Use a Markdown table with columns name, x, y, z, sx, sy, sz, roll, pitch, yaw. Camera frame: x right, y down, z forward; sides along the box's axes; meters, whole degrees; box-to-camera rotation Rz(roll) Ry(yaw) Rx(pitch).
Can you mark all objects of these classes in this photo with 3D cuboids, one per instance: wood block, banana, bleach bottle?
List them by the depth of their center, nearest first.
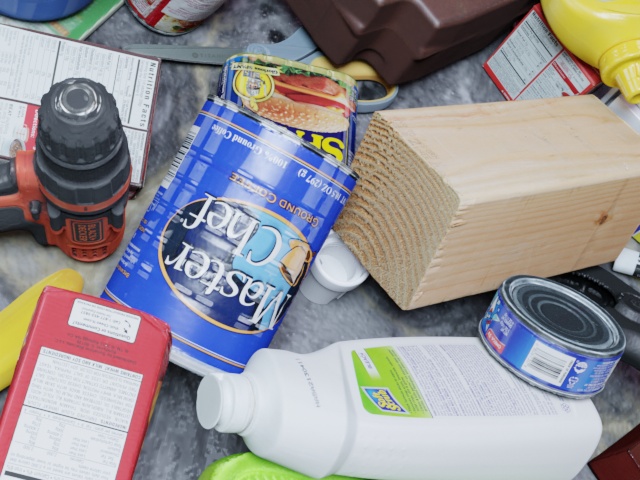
| name | x | y | z | sx | sy | sz | roll | pitch | yaw |
| --- | --- | --- | --- | --- | --- | --- | --- | --- | --- |
| banana | -0.221 | 0.070 | 0.602 | 0.197 | 0.037 | 0.069 | -16 | 75 | -25 |
| bleach bottle | 0.043 | 0.094 | 0.621 | 0.250 | 0.068 | 0.103 | 9 | 30 | -32 |
| wood block | 0.121 | -0.030 | 0.698 | 0.205 | 0.091 | 0.090 | -9 | 46 | -38 |

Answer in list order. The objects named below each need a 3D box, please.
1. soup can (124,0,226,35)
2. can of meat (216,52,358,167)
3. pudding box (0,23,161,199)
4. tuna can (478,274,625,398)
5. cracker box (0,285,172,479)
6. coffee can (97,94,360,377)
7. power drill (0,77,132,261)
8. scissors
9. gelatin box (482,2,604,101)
| name | x | y | z | sx | sy | sz | roll | pitch | yaw |
| --- | --- | --- | --- | --- | --- | --- | --- | --- | --- |
| soup can | -0.085 | -0.188 | 0.716 | 0.068 | 0.102 | 0.068 | 8 | 74 | -29 |
| can of meat | -0.024 | -0.073 | 0.724 | 0.102 | 0.058 | 0.084 | 11 | 63 | -15 |
| pudding box | -0.163 | -0.082 | 0.680 | 0.113 | 0.039 | 0.090 | 12 | 74 | -17 |
| tuna can | 0.144 | 0.058 | 0.660 | 0.086 | 0.034 | 0.086 | 18 | 26 | -9 |
| cracker box | -0.138 | 0.152 | 0.524 | 0.072 | 0.164 | 0.213 | 16 | 63 | -11 |
| coffee can | -0.054 | 0.001 | 0.624 | 0.102 | 0.103 | 0.140 | 28 | 90 | -7 |
| power drill | -0.197 | -0.032 | 0.581 | 0.187 | 0.184 | 0.057 | -2 | 68 | -10 |
| scissors | -0.036 | -0.146 | 0.773 | 0.201 | 0.016 | 0.096 | 15 | 62 | -14 |
| gelatin box | 0.170 | -0.129 | 0.798 | 0.030 | 0.089 | 0.073 | -30 | 81 | -28 |
